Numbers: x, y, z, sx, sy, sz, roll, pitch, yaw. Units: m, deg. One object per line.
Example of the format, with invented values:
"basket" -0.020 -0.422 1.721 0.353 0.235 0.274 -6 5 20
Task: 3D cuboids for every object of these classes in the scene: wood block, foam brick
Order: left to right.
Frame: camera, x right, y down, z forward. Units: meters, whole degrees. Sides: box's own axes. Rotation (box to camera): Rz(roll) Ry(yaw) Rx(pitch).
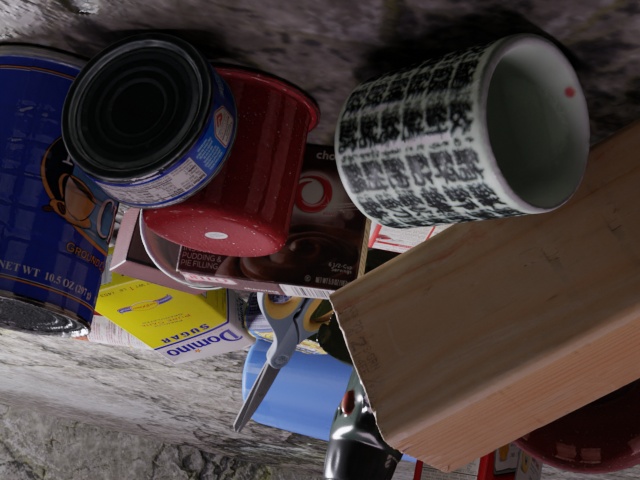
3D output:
"foam brick" -0.119 0.006 0.842 0.078 0.051 0.053 18 163 -23
"wood block" 0.122 0.027 0.538 0.206 0.090 0.090 -30 149 14

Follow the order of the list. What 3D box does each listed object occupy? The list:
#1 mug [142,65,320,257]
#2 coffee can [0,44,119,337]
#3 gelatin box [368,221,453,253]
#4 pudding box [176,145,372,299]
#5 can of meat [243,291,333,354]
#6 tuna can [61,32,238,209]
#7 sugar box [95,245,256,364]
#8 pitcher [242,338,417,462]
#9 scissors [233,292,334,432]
"mug" -0.063 -0.043 0.592 0.117 0.081 0.093 15 163 -17
"coffee can" -0.166 -0.025 0.609 0.103 0.140 0.103 9 163 3
"gelatin box" 0.073 -0.015 0.698 0.073 0.030 0.089 9 162 -2
"pudding box" -0.025 -0.013 0.656 0.113 0.090 0.039 7 165 7
"can of meat" -0.008 0.072 0.985 0.102 0.057 0.084 22 162 -32
"tuna can" -0.087 -0.061 0.541 0.086 0.086 0.033 4 161 20
"sugar box" -0.135 0.058 0.966 0.093 0.048 0.176 -15 147 18
"pitcher" 0.048 0.165 1.127 0.243 0.149 0.144 6 -173 25
"scissors" -0.045 0.087 0.906 0.096 0.016 0.202 27 115 -36
